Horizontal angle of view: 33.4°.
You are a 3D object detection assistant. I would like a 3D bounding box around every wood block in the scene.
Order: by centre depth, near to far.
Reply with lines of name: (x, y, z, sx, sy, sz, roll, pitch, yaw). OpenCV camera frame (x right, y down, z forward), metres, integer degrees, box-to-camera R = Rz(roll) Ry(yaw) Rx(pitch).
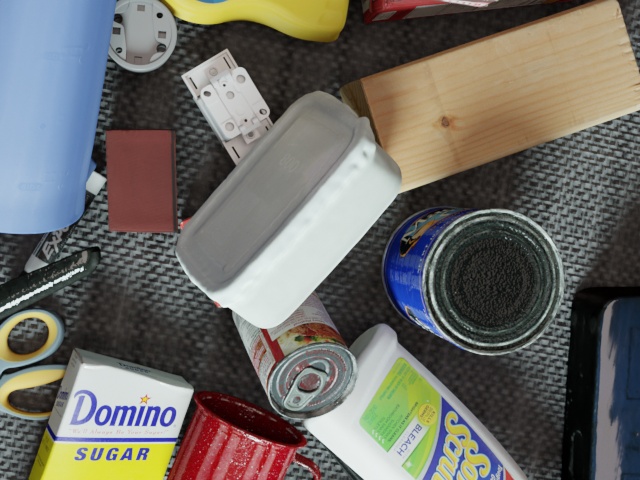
wood block: (0.131, -0.111, 0.827, 0.206, 0.090, 0.091, -19, 96, -7)

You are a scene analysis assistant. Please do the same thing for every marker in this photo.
marker: (-0.204, -0.001, 0.819, 0.020, 0.020, 0.121, 32, 87, -8)

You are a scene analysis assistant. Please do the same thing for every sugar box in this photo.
sugar box: (-0.169, 0.179, 0.809, 0.093, 0.048, 0.176, 18, 92, -24)

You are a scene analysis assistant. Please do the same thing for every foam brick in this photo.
foam brick: (-0.135, -0.044, 0.811, 0.051, 0.053, 0.078, -2, 91, -8)

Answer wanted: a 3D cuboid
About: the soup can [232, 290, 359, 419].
soup can: (-0.021, 0.074, 0.791, 0.068, 0.102, 0.068, -11, 125, -16)

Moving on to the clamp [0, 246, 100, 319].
clamp: (-0.286, 0.044, 0.792, 0.164, 0.036, 0.210, 37, 88, 6)

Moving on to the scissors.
scissors: (-0.277, 0.102, 0.815, 0.201, 0.016, 0.096, -2, 91, -8)

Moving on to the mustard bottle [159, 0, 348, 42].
mustard bottle: (-0.073, -0.211, 0.810, 0.191, 0.058, 0.096, 7, 83, -8)

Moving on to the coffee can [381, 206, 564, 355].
coffee can: (0.110, 0.026, 0.803, 0.102, 0.140, 0.103, 0, 92, -8)

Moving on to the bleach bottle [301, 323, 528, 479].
bleach bottle: (0.109, 0.182, 0.830, 0.251, 0.068, 0.102, 40, 65, -5)

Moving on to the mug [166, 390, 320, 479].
mug: (-0.057, 0.176, 0.812, 0.117, 0.093, 0.081, 23, 93, -6)

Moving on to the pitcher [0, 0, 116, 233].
pitcher: (-0.209, -0.134, 0.709, 0.145, 0.149, 0.243, 15, 113, -6)
